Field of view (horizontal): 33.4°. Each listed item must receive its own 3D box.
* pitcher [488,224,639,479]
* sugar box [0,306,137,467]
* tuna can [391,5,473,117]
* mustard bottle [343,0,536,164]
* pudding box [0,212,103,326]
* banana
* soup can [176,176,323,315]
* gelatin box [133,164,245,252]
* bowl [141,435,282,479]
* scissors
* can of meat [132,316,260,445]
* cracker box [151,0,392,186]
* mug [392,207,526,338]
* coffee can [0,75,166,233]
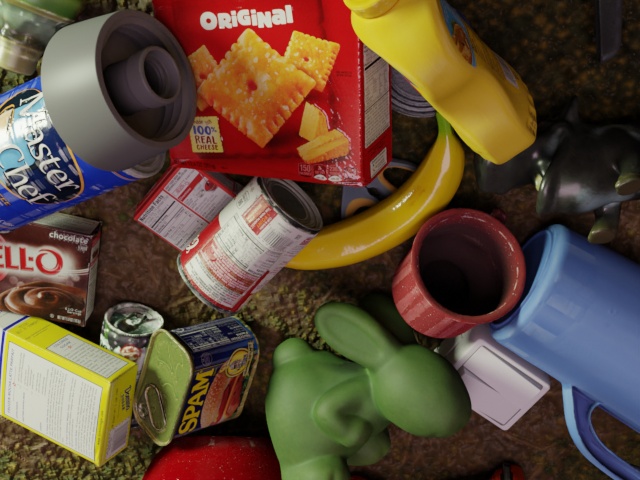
[{"bbox_3d":[0.258,0.098,0.864,0.242,0.149,0.145,29,127,-6],"label":"pitcher"},{"bbox_3d":[-0.246,0.117,0.930,0.176,0.048,0.093,24,119,21],"label":"sugar box"},{"bbox_3d":[0.078,-0.140,0.814,0.086,0.033,0.086,2,117,3],"label":"tuna can"},{"bbox_3d":[0.073,-0.129,0.703,0.058,0.096,0.191,-33,140,20],"label":"mustard bottle"},{"bbox_3d":[-0.248,0.018,0.916,0.113,0.039,0.090,10,116,-1],"label":"pudding box"},{"bbox_3d":[0.048,-0.025,0.855,0.198,0.037,0.069,-40,100,22],"label":"banana"},{"bbox_3d":[-0.056,0.001,0.843,0.068,0.068,0.102,40,112,-15],"label":"soup can"},{"bbox_3d":[-0.098,-0.025,0.887,0.089,0.030,0.073,37,114,-17],"label":"gelatin box"},{"bbox_3d":[-0.088,0.206,0.960,0.162,0.162,0.055,0,76,4],"label":"bowl"},{"bbox_3d":[0.010,-0.061,0.869,0.201,0.016,0.096,31,115,-11],"label":"scissors"},{"bbox_3d":[-0.106,0.119,0.924,0.057,0.083,0.102,39,123,33],"label":"can of meat"},{"bbox_3d":[-0.036,-0.152,0.773,0.164,0.072,0.214,8,119,21],"label":"cracker box"},{"bbox_3d":[0.112,0.022,0.857,0.093,0.117,0.082,34,158,0],"label":"mug"},{"bbox_3d":[-0.205,-0.075,0.822,0.140,0.102,0.103,-19,114,21],"label":"coffee can"}]
